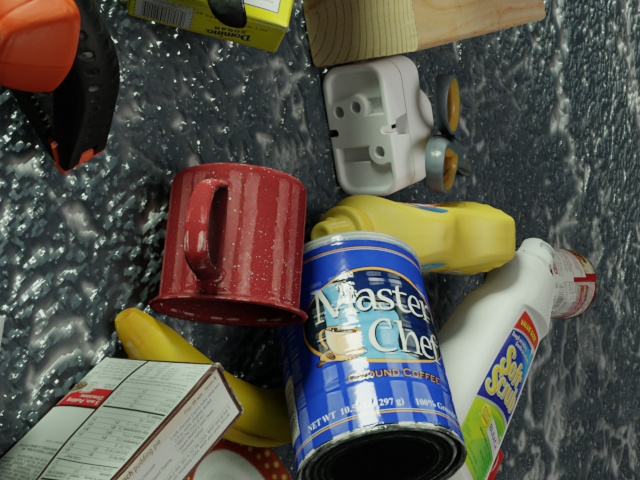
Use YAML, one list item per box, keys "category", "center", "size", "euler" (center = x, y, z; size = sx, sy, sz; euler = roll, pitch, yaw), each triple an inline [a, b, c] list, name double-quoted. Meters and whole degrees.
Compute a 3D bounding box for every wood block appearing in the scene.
- category: "wood block"
  center: [0.082, -0.194, 0.805]
  size: [0.205, 0.091, 0.090]
  euler: [-24, 108, -50]

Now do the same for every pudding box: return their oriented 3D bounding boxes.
- category: "pudding box"
  center: [-0.108, 0.108, 0.552]
  size: [0.113, 0.090, 0.039]
  euler: [-49, 127, -42]

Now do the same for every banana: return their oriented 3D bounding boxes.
- category: "banana"
  center: [-0.055, 0.094, 0.670]
  size: [0.197, 0.037, 0.070]
  euler: [25, 37, -53]

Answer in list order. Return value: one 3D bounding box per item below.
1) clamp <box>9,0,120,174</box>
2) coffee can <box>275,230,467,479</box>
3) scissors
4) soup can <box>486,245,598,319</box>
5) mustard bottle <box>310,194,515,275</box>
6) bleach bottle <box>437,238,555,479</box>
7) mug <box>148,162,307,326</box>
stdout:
- category: "clamp"
  center: [-0.144, -0.129, 0.500]
  size: [0.036, 0.165, 0.210]
  euler: [-35, 142, -31]
- category: "coffee can"
  center: [0.026, 0.079, 0.669]
  size: [0.102, 0.103, 0.140]
  euler: [40, 30, -46]
- category: "scissors"
  center: [0.106, -0.085, 0.841]
  size: [0.201, 0.016, 0.096]
  euler: [-36, 129, -71]
- category: "soup can"
  center: [0.207, 0.040, 0.991]
  size: [0.102, 0.069, 0.068]
  euler: [4, 86, -53]
- category: "mustard bottle"
  center: [0.057, -0.002, 0.768]
  size: [0.191, 0.096, 0.058]
  euler: [0, 92, -53]
- category: "bleach bottle"
  center: [0.121, 0.088, 0.805]
  size: [0.250, 0.068, 0.102]
  euler: [-57, 137, -35]
- category: "mug"
  center: [-0.054, 0.001, 0.620]
  size: [0.117, 0.093, 0.081]
  euler: [42, 50, -69]
